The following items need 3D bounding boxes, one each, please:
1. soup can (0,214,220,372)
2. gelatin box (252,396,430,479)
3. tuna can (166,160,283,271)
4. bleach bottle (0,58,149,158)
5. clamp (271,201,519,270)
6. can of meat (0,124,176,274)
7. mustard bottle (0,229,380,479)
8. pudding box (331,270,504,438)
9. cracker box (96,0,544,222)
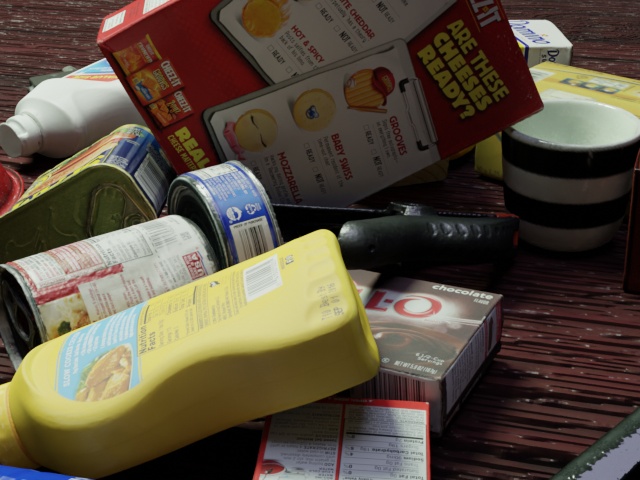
[{"bbox_3d":[-0.110,0.031,0.556,0.102,0.068,0.069,-19,32,-32],"label":"soup can"},{"bbox_3d":[0.010,0.102,0.451,0.073,0.030,0.089,2,26,4],"label":"gelatin box"},{"bbox_3d":[-0.054,0.001,0.594,0.033,0.086,0.086,-17,31,-26],"label":"tuna can"},{"bbox_3d":[-0.146,-0.120,0.870,0.103,0.068,0.250,18,35,35],"label":"bleach bottle"},{"bbox_3d":[0.051,-0.002,0.605,0.171,0.039,0.120,-1,14,-23],"label":"clamp"},{"bbox_3d":[-0.139,-0.020,0.641,0.102,0.057,0.084,-28,19,15],"label":"can of meat"},{"bbox_3d":[-0.072,0.059,0.475,0.191,0.058,0.096,-21,25,3],"label":"mustard bottle"},{"bbox_3d":[0.025,0.051,0.541,0.114,0.039,0.089,12,29,25],"label":"pudding box"},{"bbox_3d":[0.001,-0.107,0.640,0.214,0.164,0.072,-27,27,6],"label":"cracker box"}]
